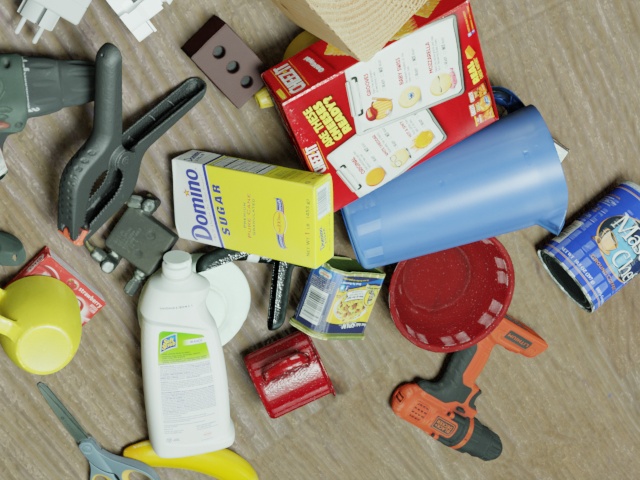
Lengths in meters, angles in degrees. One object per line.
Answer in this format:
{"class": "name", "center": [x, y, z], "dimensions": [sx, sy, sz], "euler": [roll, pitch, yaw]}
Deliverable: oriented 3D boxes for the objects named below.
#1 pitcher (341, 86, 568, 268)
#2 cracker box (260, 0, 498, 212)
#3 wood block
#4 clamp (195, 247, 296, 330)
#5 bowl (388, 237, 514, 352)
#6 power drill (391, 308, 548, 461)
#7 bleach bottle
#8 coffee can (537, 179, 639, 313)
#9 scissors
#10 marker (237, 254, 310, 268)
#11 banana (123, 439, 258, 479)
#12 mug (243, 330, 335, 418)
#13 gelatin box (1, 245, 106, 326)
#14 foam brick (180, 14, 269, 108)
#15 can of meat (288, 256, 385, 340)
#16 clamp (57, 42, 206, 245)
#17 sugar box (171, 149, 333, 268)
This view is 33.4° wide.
{"class": "pitcher", "center": [0.142, -0.063, 1.192], "dimensions": [0.243, 0.149, 0.145], "euler": [-18, 118, 4]}
{"class": "cracker box", "center": [0.065, -0.150, 1.107], "dimensions": [0.213, 0.072, 0.164], "euler": [-29, 135, -4]}
{"class": "wood block", "center": [0.008, -0.252, 1.027], "dimensions": [0.090, 0.206, 0.090], "euler": [-46, 120, 1]}
{"class": "clamp", "center": [-0.058, 0.001, 1.189], "dimensions": [0.120, 0.039, 0.171], "euler": [32, 79, -24]}
{"class": "bowl", "center": [0.150, 0.052, 1.291], "dimensions": [0.162, 0.055, 0.162], "euler": [-5, 109, -15]}
{"class": "power drill", "center": [0.206, 0.185, 1.372], "dimensions": [0.184, 0.057, 0.188], "euler": [31, 98, -29]}
{"class": "bleach bottle", "center": [-0.147, 0.124, 1.182], "dimensions": [0.102, 0.068, 0.251], "euler": [-8, 122, -18]}
{"class": "coffee can", "center": [0.358, 0.007, 1.331], "dimensions": [0.140, 0.103, 0.102], "euler": [-39, 120, -3]}
{"class": "scissors", "center": [-0.246, 0.238, 1.224], "dimensions": [0.096, 0.016, 0.202], "euler": [-9, 117, 12]}
{"class": "marker", "center": [-0.055, 0.019, 1.222], "dimensions": [0.121, 0.020, 0.020], "euler": [6, 109, -24]}
{"class": "banana", "center": [-0.140, 0.274, 1.285], "dimensions": [0.197, 0.037, 0.070], "euler": [33, 97, -29]}
{"class": "mug", "center": [-0.038, 0.154, 1.236], "dimensions": [0.081, 0.117, 0.093], "euler": [-25, 79, -5]}
{"class": "gelatin box", "center": [-0.287, 0.062, 1.143], "dimensions": [0.073, 0.030, 0.089], "euler": [-44, 120, 0]}
{"class": "foam brick", "center": [-0.097, -0.184, 1.103], "dimensions": [0.053, 0.051, 0.078], "euler": [-45, 120, 1]}
{"class": "can of meat", "center": [0.021, 0.066, 1.237], "dimensions": [0.101, 0.058, 0.084], "euler": [6, 108, -51]}
{"class": "clamp", "center": [-0.208, -0.094, 1.057], "dimensions": [0.210, 0.036, 0.164], "euler": [-57, 154, 3]}
{"class": "sugar box", "center": [-0.072, -0.034, 1.113], "dimensions": [0.048, 0.176, 0.093], "euler": [-37, 132, -55]}
